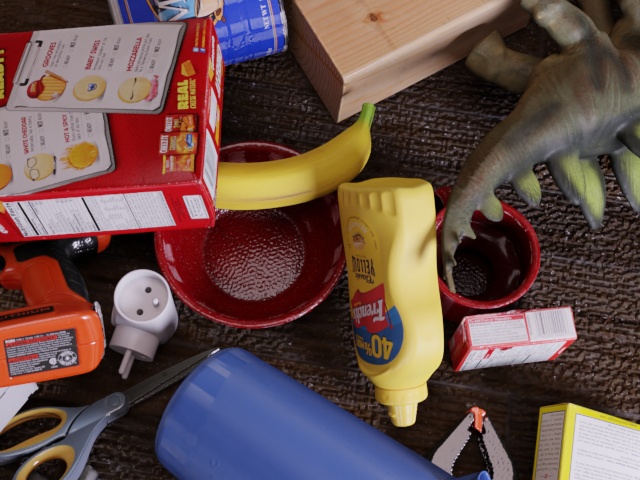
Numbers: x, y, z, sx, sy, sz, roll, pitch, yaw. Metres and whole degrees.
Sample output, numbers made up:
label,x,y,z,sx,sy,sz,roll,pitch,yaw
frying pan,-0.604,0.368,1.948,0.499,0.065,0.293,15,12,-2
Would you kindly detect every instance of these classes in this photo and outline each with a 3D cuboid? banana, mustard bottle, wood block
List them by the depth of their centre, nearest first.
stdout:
label,x,y,z,sx,sy,sz,roll,pitch,yaw
mustard bottle,0.056,0.049,0.825,0.058,0.096,0.191,-10,99,-28
banana,-0.040,-0.057,0.862,0.197,0.037,0.070,-14,54,-8
wood block,0.084,-0.202,0.947,0.206,0.090,0.091,-28,75,-11

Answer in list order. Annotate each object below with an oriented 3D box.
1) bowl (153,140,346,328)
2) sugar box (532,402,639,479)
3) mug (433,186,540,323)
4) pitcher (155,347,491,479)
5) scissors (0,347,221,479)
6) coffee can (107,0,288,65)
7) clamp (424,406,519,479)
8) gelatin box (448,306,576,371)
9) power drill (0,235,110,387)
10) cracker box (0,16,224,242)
label,x,y,z,sx,sy,sz,roll,pitch,yaw
bowl,-0.056,0.001,0.888,0.162,0.055,0.162,1,71,-2
sugar box,0.205,0.222,0.817,0.093,0.048,0.176,18,72,-19
mug,0.120,0.011,0.878,0.093,0.081,0.117,-23,74,-10
pitcher,-0.004,0.192,0.778,0.243,0.145,0.149,31,64,22
scissors,-0.165,0.147,0.839,0.201,0.016,0.096,-16,45,-8
coffee can,-0.110,-0.198,0.930,0.140,0.103,0.103,-16,72,-8
clamp,0.122,0.220,0.830,0.120,0.039,0.171,18,78,-3
gelatin box,0.153,0.079,0.861,0.089,0.073,0.030,-5,71,-4
power drill,-0.245,0.034,0.820,0.184,0.057,0.188,-10,36,-13
cracker box,-0.185,-0.084,0.826,0.214,0.072,0.164,-4,57,5
